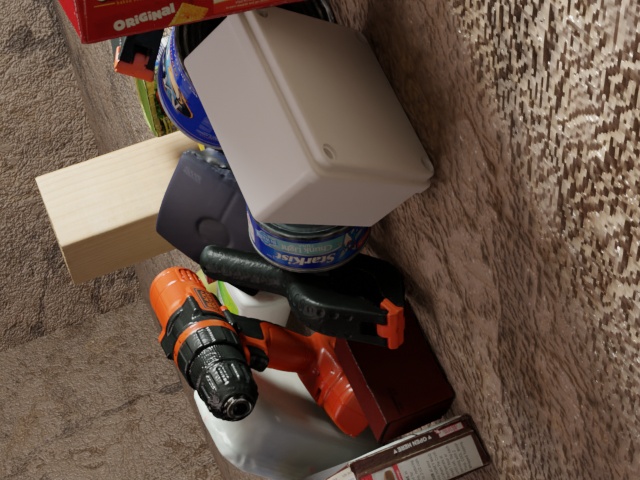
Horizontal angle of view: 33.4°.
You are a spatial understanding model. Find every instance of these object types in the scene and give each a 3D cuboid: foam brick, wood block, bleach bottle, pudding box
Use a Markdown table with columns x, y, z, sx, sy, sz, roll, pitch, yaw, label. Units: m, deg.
| x | y | z | sx | sy | sz | roll | pitch | yaw | label |
| --- | --- | --- | --- | --- | --- | --- | --- | --- | --- |
| 0.049 | 0.091 | 0.740 | 0.051 | 0.053 | 0.078 | 98 | 149 | -65 | foam brick |
| -0.178 | -0.043 | 1.114 | 0.091 | 0.206 | 0.090 | 94 | 153 | -61 | wood block |
| -0.079 | 0.101 | 1.153 | 0.251 | 0.068 | 0.103 | 102 | 149 | -49 | bleach bottle |
| 0.056 | 0.159 | 0.733 | 0.113 | 0.090 | 0.039 | 109 | 139 | -70 | pudding box |

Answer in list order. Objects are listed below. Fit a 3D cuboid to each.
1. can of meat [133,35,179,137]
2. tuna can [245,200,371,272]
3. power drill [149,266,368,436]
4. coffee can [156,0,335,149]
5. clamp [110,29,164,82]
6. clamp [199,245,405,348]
| x | y | z | sx | sy | sz | roll | pitch | yaw | label |
| --- | --- | --- | --- | --- | --- | --- | --- | --- | --- |
| -0.134 | -0.154 | 1.037 | 0.102 | 0.083 | 0.057 | 88 | 158 | -54 | can of meat |
| -0.008 | -0.021 | 0.728 | 0.034 | 0.086 | 0.086 | 87 | 159 | -47 | tuna can |
| -0.039 | 0.100 | 0.865 | 0.187 | 0.057 | 0.185 | 25 | -164 | -34 | power drill |
| -0.055 | -0.122 | 0.724 | 0.140 | 0.102 | 0.103 | 166 | 84 | -77 | coffee can |
| -0.120 | -0.211 | 0.763 | 0.165 | 0.036 | 0.210 | 131 | 145 | -49 | clamp |
| 0.009 | 0.021 | 0.748 | 0.172 | 0.120 | 0.039 | 28 | 139 | 40 | clamp |
